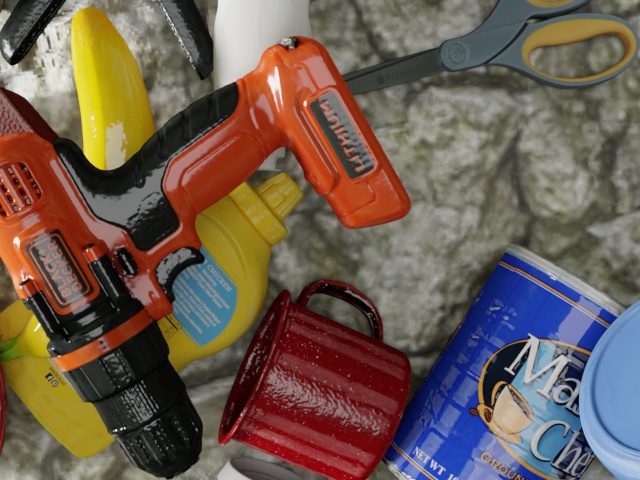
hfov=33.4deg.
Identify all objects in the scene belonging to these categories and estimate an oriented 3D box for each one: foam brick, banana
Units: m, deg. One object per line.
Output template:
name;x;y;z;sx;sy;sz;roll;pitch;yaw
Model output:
foam brick;-0.169;-0.039;0.601;0.053;0.051;0.078;-39;94;1
banana;-0.121;-0.021;0.558;0.069;0.037;0.198;16;89;-5

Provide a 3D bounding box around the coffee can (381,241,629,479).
coffee can;0.112;0.086;0.592;0.103;0.103;0.140;32;92;-4

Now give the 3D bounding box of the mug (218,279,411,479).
mug;0.001;0.076;0.603;0.081;0.093;0.117;24;56;-8

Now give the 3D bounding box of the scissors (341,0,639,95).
scissors;0.086;-0.128;0.623;0.201;0.016;0.096;0;92;-2

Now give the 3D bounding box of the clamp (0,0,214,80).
clamp;-0.106;-0.171;0.603;0.120;0.039;0.171;12;93;-13

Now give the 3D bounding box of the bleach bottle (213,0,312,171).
bleach bottle;-0.028;-0.163;0.573;0.068;0.102;0.251;3;93;-1

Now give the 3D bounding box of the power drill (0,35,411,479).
power drill;-0.053;0.001;0.521;0.187;0.057;0.184;-30;100;-8

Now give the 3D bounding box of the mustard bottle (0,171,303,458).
mustard bottle;-0.088;0.028;0.604;0.191;0.058;0.096;-40;88;1
